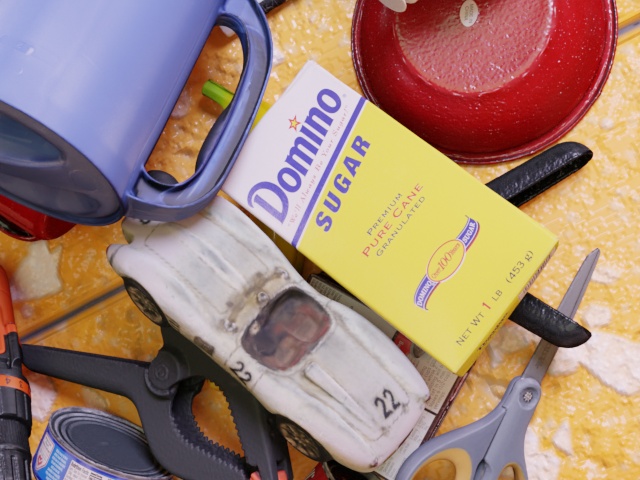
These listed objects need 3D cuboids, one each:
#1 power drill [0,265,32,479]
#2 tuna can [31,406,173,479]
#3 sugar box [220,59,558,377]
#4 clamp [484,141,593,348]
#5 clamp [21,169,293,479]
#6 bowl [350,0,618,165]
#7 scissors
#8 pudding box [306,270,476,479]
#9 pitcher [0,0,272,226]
[{"bbox_3d":[-0.270,0.092,0.638,0.057,0.187,0.184,114,146,-44],"label":"power drill"},{"bbox_3d":[-0.134,0.139,0.663,0.086,0.086,0.034,26,98,12],"label":"tuna can"},{"bbox_3d":[0.035,-0.014,0.597,0.176,0.048,0.093,37,90,15],"label":"sugar box"},{"bbox_3d":[0.082,-0.007,0.632,0.172,0.039,0.120,9,72,18],"label":"clamp"},{"bbox_3d":[-0.097,0.084,0.657,0.165,0.036,0.210,-44,68,19],"label":"clamp"},{"bbox_3d":[0.091,-0.126,0.624,0.162,0.055,0.162,0,90,14],"label":"bowl"},{"bbox_3d":[0.100,0.094,0.622,0.096,0.016,0.202,11,95,-22],"label":"scissors"},{"bbox_3d":[0.025,0.083,0.649,0.113,0.039,0.090,29,97,13],"label":"pudding box"},{"bbox_3d":[-0.108,-0.134,0.601,0.145,0.149,0.242,7,61,38],"label":"pitcher"}]
